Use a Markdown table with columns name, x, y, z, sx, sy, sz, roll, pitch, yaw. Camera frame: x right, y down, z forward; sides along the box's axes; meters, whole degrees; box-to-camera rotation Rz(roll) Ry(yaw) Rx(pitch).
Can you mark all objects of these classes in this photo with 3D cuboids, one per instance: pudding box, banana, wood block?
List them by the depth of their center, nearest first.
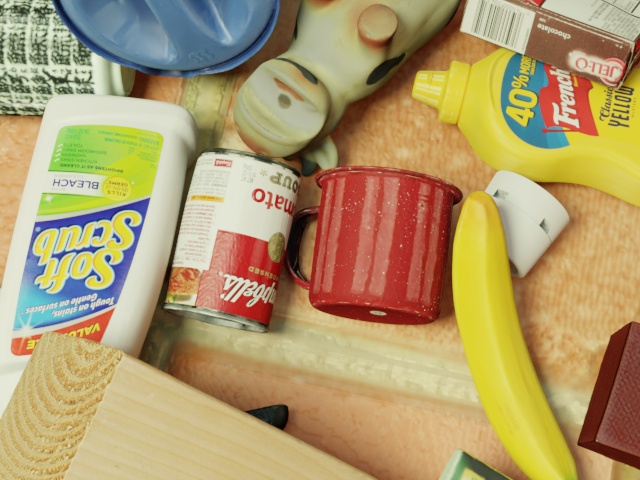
| name | x | y | z | sx | sy | sz | roll | pitch | yaw |
| --- | --- | --- | --- | --- | --- | --- | --- | --- | --- |
| wood block | -0.062 | 0.133 | 0.561 | 0.205 | 0.090 | 0.091 | 33 | 72 | -35 |
| banana | 0.116 | 0.069 | 0.641 | 0.037 | 0.070 | 0.198 | -19 | 87 | -33 |
| pudding box | 0.161 | -0.149 | 0.695 | 0.114 | 0.039 | 0.089 | 27 | 43 | 18 |

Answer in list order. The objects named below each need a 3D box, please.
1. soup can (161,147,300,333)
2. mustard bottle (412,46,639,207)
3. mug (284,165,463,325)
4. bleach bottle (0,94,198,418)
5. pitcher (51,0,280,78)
| name | x | y | z | sx | sy | sz | roll | pitch | yaw |
| --- | --- | --- | --- | --- | --- | --- | --- | --- | --- |
| soup can | -0.054 | 0.001 | 0.664 | 0.068 | 0.068 | 0.102 | 12 | 80 | 4 |
| mustard bottle | 0.154 | -0.081 | 0.693 | 0.191 | 0.058 | 0.096 | 13 | 63 | 6 |
| mug | 0.027 | 0.006 | 0.662 | 0.117 | 0.093 | 0.081 | 1 | 77 | 30 |
| bleach bottle | -0.136 | 0.033 | 0.631 | 0.102 | 0.068 | 0.251 | 5 | 60 | -4 |
| pitcher | -0.084 | -0.237 | 0.669 | 0.149 | 0.144 | 0.243 | -27 | 44 | 33 |
